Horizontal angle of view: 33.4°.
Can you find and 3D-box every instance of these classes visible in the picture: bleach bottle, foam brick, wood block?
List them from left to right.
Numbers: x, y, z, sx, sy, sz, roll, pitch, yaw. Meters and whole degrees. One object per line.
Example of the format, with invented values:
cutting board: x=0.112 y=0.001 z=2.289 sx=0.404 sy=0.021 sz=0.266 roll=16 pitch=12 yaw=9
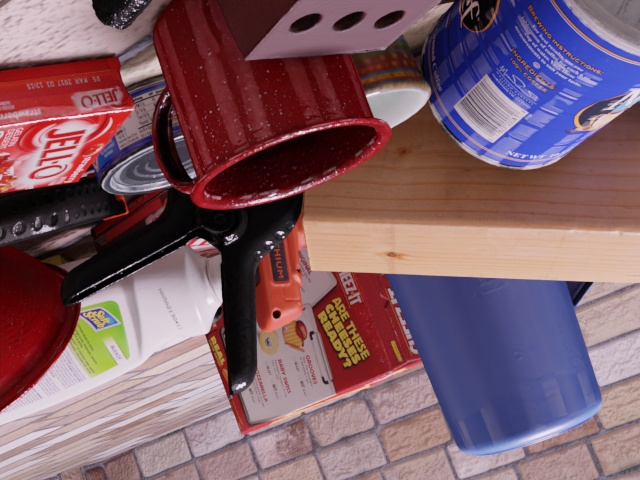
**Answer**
bleach bottle: x=-0.166 y=0.064 z=0.718 sx=0.251 sy=0.068 sz=0.102 roll=-17 pitch=128 yaw=8
foam brick: x=0.003 y=-0.108 z=0.420 sx=0.078 sy=0.051 sz=0.053 roll=-12 pitch=166 yaw=-38
wood block: x=0.096 y=-0.032 z=0.640 sx=0.206 sy=0.090 sz=0.091 roll=2 pitch=159 yaw=4

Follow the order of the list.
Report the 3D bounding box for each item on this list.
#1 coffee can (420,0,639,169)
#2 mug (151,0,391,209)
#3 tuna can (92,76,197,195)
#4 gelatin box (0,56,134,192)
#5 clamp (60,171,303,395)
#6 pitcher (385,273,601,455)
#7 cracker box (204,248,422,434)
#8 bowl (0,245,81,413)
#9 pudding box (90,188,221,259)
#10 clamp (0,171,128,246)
coffee can: x=0.121 y=-0.106 z=0.516 sx=0.102 sy=0.103 sz=0.140 roll=-17 pitch=169 yaw=-21
mug: x=-0.034 y=-0.064 z=0.483 sx=0.117 sy=0.081 sz=0.093 roll=-28 pitch=166 yaw=37
tuna can: x=-0.082 y=-0.056 z=0.570 sx=0.086 sy=0.034 sz=0.086 roll=-20 pitch=170 yaw=-4
gelatin box: x=-0.138 y=-0.050 z=0.502 sx=0.073 sy=0.030 sz=0.089 roll=-13 pitch=168 yaw=-35
clamp: x=-0.054 y=0.001 z=0.621 sx=0.171 sy=0.120 sz=0.039 roll=-53 pitch=-175 yaw=-12
pitcher: x=0.121 y=0.019 z=0.764 sx=0.149 sy=0.243 sz=0.144 roll=-25 pitch=172 yaw=42
cracker box: x=-0.016 y=0.068 z=0.972 sx=0.071 sy=0.164 sz=0.214 roll=-12 pitch=167 yaw=-46
bowl: x=-0.227 y=0.048 z=0.633 sx=0.162 sy=0.055 sz=0.162 roll=-16 pitch=-145 yaw=12
pudding box: x=-0.092 y=-0.013 z=0.758 sx=0.090 sy=0.039 sz=0.113 roll=-29 pitch=167 yaw=35
clamp: x=-0.203 y=-0.002 z=0.574 sx=0.165 sy=0.036 sz=0.209 roll=-9 pitch=-172 yaw=44
